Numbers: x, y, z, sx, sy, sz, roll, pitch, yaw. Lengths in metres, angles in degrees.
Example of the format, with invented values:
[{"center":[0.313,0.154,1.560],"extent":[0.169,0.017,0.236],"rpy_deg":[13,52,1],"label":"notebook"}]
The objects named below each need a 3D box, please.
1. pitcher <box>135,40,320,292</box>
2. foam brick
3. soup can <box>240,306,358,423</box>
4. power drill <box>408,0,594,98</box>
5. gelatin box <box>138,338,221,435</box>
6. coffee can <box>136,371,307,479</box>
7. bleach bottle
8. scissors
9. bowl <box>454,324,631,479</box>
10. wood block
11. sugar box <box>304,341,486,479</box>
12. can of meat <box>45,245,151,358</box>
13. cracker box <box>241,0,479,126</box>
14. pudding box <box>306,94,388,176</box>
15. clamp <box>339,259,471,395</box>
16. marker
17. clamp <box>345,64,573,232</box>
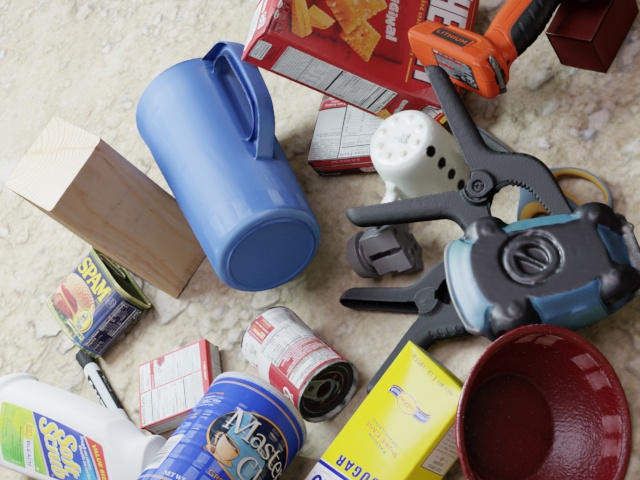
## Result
[{"center":[-0.088,-0.074,1.070],"extent":[0.145,0.149,0.243],"rpy_deg":[-30,50,0],"label":"pitcher"},{"center":[0.262,-0.211,1.027],"extent":[0.053,0.051,0.078],"rpy_deg":[21,76,40],"label":"foam brick"},{"center":[-0.021,0.115,1.007],"extent":[0.068,0.068,0.102],"rpy_deg":[-49,48,-2],"label":"soup can"},{"center":[0.172,-0.233,1.012],"extent":[0.187,0.057,0.185],"rpy_deg":[-46,49,-9],"label":"power drill"},{"center":[-0.143,0.150,1.090],"extent":[0.089,0.030,0.073],"rpy_deg":[-23,54,20],"label":"gelatin box"},{"center":[-0.090,0.200,0.944],"extent":[0.103,0.103,0.140],"rpy_deg":[4,39,34],"label":"coffee can"},{"center":[-0.233,0.206,1.081],"extent":[0.251,0.067,0.102],"rpy_deg":[7,99,34],"label":"bleach bottle"},{"center":[0.181,-0.052,1.009],"extent":[0.202,0.016,0.096],"rpy_deg":[28,81,40],"label":"scissors"},{"center":[0.163,0.148,0.838],"extent":[0.055,0.162,0.162],"rpy_deg":[-18,47,65],"label":"bowl"},{"center":[-0.214,-0.032,1.126],"extent":[0.091,0.205,0.090],"rpy_deg":[26,79,41],"label":"wood block"},{"center":[0.058,0.183,0.908],"extent":[0.176,0.048,0.093],"rpy_deg":[-52,39,4],"label":"sugar box"},{"center":[-0.250,0.069,1.190],"extent":[0.084,0.057,0.102],"rpy_deg":[-47,48,4],"label":"can of meat"},{"center":[0.046,-0.222,1.069],"extent":[0.072,0.213,0.164],"rpy_deg":[142,145,-62],"label":"cracker box"},{"center":[0.041,-0.125,1.128],"extent":[0.090,0.039,0.113],"rpy_deg":[-2,65,31],"label":"pudding box"},{"center":[0.095,0.058,0.986],"extent":[0.171,0.039,0.120],"rpy_deg":[-34,55,7],"label":"clamp"},{"center":[-0.237,0.158,1.153],"extent":[0.020,0.020,0.121],"rpy_deg":[-44,49,3],"label":"marker"},{"center":[0.144,-0.057,0.960],"extent":[0.210,0.036,0.164],"rpy_deg":[22,92,18],"label":"clamp"}]
